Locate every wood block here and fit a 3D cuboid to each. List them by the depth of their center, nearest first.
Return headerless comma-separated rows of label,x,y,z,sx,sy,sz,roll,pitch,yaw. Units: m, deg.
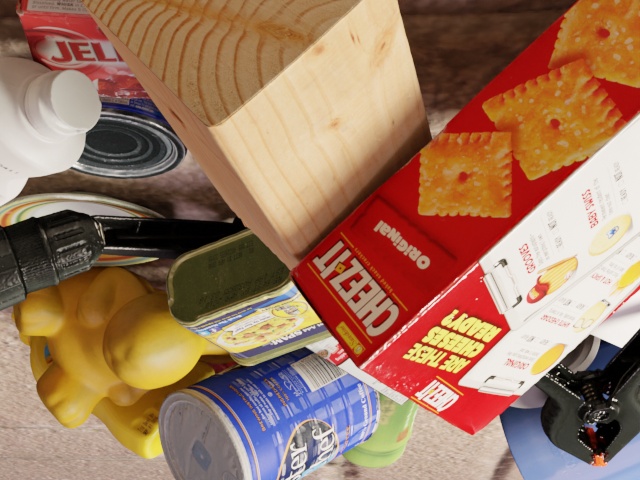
wood block,-0.013,-0.058,0.490,0.090,0.091,0.206,-43,156,-6

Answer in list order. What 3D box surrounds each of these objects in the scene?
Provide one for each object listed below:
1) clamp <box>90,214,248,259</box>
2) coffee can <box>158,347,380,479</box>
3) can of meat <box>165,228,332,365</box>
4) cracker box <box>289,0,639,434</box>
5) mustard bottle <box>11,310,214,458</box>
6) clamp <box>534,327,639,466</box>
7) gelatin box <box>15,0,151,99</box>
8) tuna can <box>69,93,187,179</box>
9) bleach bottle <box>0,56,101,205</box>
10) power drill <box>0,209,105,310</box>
clamp,-0.055,0.001,0.740,0.165,0.036,0.210,-15,158,10
coffee can,-0.038,0.137,0.819,0.140,0.103,0.103,-22,177,-39
can of meat,-0.039,0.035,0.706,0.102,0.057,0.083,-21,150,19
cracker box,0.110,-0.011,0.529,0.214,0.072,0.164,-43,147,6
mustard bottle,-0.193,0.106,0.927,0.192,0.096,0.058,28,140,20
clamp,0.188,0.111,0.772,0.120,0.039,0.171,-1,135,3
gelatin box,-0.096,-0.098,0.518,0.089,0.030,0.073,3,158,-4
tuna can,-0.115,-0.066,0.595,0.086,0.034,0.086,1,158,0
bleach bottle,-0.202,-0.046,0.570,0.251,0.068,0.102,-9,150,39
power drill,-0.237,0.028,0.680,0.184,0.057,0.188,-18,-179,-20
